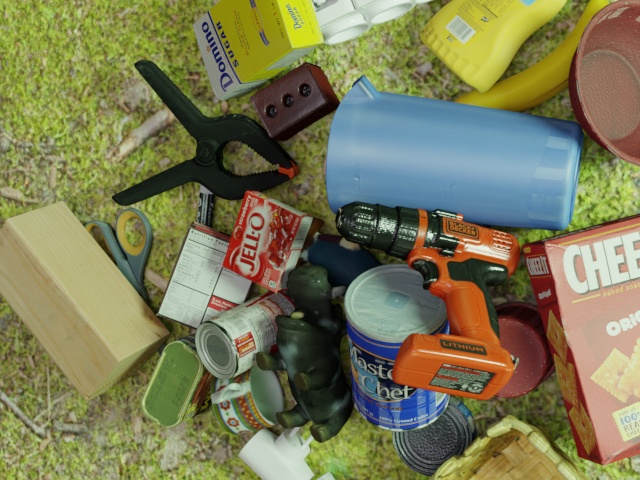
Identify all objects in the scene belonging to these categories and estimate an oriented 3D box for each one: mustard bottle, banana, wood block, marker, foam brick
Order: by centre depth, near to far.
[{"bbox_3d":[0.192,-0.246,1.061,0.192,0.058,0.096,-48,51,14],"label":"mustard bottle"},{"bbox_3d":[0.224,-0.175,1.074,0.198,0.037,0.070,-41,53,14],"label":"banana"},{"bbox_3d":[-0.027,-0.149,1.150,0.078,0.051,0.053,-30,84,18],"label":"foam brick"},{"bbox_3d":[-0.130,-0.035,1.210,0.020,0.020,0.121,9,97,18],"label":"marker"},{"bbox_3d":[-0.283,0.067,1.222,0.206,0.090,0.090,49,124,9],"label":"wood block"}]

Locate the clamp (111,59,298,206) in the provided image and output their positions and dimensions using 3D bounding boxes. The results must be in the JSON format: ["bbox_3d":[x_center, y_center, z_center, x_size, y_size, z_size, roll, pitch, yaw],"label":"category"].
[{"bbox_3d":[-0.130,-0.090,1.175,0.210,0.036,0.165,21,104,8],"label":"clamp"}]

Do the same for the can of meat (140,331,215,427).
[{"bbox_3d":[-0.149,0.154,1.195,0.057,0.083,0.102,28,102,15],"label":"can of meat"}]

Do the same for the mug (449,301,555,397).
[{"bbox_3d":[0.182,0.107,1.080,0.117,0.081,0.093,24,101,16],"label":"mug"}]

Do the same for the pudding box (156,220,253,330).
[{"bbox_3d":[-0.122,0.046,1.191,0.090,0.039,0.113,22,99,-2],"label":"pudding box"}]

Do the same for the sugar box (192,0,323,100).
[{"bbox_3d":[-0.070,-0.216,1.113,0.177,0.048,0.093,-21,86,55],"label":"sugar box"}]

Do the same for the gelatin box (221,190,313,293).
[{"bbox_3d":[-0.057,0.002,1.129,0.073,0.030,0.089,25,104,24],"label":"gelatin box"}]

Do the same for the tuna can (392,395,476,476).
[{"bbox_3d":[0.121,0.205,1.133,0.086,0.033,0.086,1,94,19],"label":"tuna can"}]

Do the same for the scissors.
[{"bbox_3d":[-0.202,0.048,1.241,0.096,0.016,0.202,-42,80,18],"label":"scissors"}]

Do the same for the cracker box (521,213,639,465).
[{"bbox_3d":[0.302,0.086,1.011,0.164,0.072,0.214,-14,89,-9],"label":"cracker box"}]

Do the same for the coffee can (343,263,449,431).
[{"bbox_3d":[0.079,0.108,1.071,0.103,0.102,0.140,10,134,18],"label":"coffee can"}]

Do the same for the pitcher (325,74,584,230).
[{"bbox_3d":[0.133,-0.068,1.070,0.243,0.149,0.145,8,76,15],"label":"pitcher"}]

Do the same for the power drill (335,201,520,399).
[{"bbox_3d":[0.102,0.047,0.977,0.184,0.187,0.057,11,138,-10],"label":"power drill"}]

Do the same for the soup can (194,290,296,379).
[{"bbox_3d":[-0.075,0.100,1.146,0.069,0.102,0.068,22,124,38],"label":"soup can"}]
